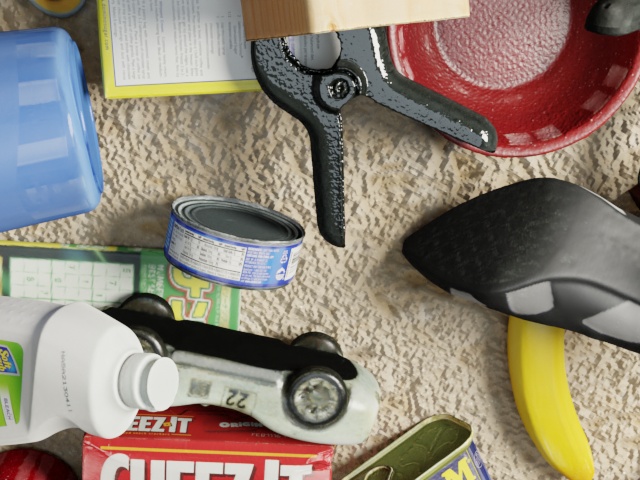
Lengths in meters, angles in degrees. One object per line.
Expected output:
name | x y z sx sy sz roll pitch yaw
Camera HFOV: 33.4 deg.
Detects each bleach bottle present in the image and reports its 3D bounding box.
bleach bottle | -0.194 0.083 0.637 0.251 0.068 0.102 1 108 28

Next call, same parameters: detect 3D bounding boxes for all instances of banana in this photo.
banana | 0.161 0.077 0.726 0.069 0.037 0.198 1 105 -1

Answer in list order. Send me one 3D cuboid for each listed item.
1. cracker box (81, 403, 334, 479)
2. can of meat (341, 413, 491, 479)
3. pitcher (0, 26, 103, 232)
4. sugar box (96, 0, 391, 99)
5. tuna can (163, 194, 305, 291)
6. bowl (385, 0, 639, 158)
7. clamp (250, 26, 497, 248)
cracker box | -0.078 0.218 0.730 0.164 0.072 0.214 3 108 -4
can of meat | 0.072 0.183 0.729 0.102 0.058 0.084 -32 108 -18
pitcher | -0.251 -0.042 0.608 0.242 0.149 0.145 -10 94 -7
sugar box | -0.046 -0.138 0.647 0.176 0.048 0.093 -4 106 -11
tuna can | -0.054 0.001 0.671 0.086 0.086 0.034 12 106 -6
bowl | 0.118 -0.135 0.658 0.162 0.055 0.162 -1 105 -2
clamp | 0.023 -0.091 0.621 0.120 0.039 0.171 -26 107 3
